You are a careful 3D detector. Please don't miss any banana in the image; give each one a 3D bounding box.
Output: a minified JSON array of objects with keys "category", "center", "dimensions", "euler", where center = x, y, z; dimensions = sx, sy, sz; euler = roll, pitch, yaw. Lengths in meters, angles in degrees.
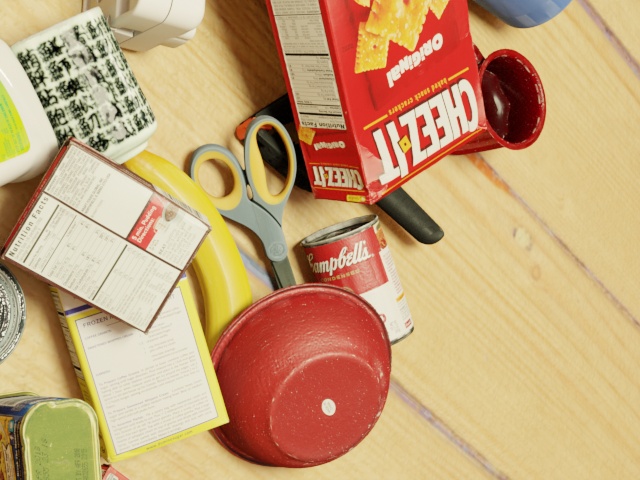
[{"category":"banana","center":[-0.093,0.017,0.820],"dimensions":[0.069,0.037,0.198],"euler":[-21,98,-37]}]

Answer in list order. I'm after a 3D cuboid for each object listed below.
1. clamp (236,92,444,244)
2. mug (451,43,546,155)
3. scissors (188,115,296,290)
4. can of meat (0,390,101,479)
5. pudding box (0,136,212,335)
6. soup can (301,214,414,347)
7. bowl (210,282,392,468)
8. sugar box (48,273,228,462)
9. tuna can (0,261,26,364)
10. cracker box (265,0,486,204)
[{"category":"clamp","center":[0.026,-0.074,0.919],"dimensions":[0.209,0.036,0.164],"euler":[-3,79,-36]},{"category":"mug","center":[0.143,-0.134,0.991],"dimensions":[0.093,0.082,0.117],"euler":[-46,112,-32]},{"category":"scissors","center":[-0.056,0.001,0.860],"dimensions":[0.096,0.016,0.202],"euler":[-5,104,-15]},{"category":"can of meat","center":[-0.186,0.152,0.703],"dimensions":[0.057,0.084,0.102],"euler":[-3,87,-38]},{"category":"pudding box","center":[-0.142,-0.003,0.711],"dimensions":[0.113,0.039,0.090],"euler":[32,92,-16]},{"category":"soup can","center":[0.032,0.037,0.895],"dimensions":[0.068,0.069,0.102],"euler":[-26,101,-37]},{"category":"bowl","center":[-0.006,0.117,0.822],"dimensions":[0.161,0.055,0.162],"euler":[-9,113,-21]},{"category":"sugar box","center":[-0.136,0.061,0.767],"dimensions":[0.093,0.048,0.176],"euler":[-17,93,-22]},{"category":"tuna can","center":[-0.240,0.048,0.704],"dimensions":[0.085,0.034,0.086],"euler":[5,82,-37]},{"category":"cracker box","center":[0.048,-0.158,0.845],"dimensions":[0.163,0.072,0.214],"euler":[-33,119,-37]}]
